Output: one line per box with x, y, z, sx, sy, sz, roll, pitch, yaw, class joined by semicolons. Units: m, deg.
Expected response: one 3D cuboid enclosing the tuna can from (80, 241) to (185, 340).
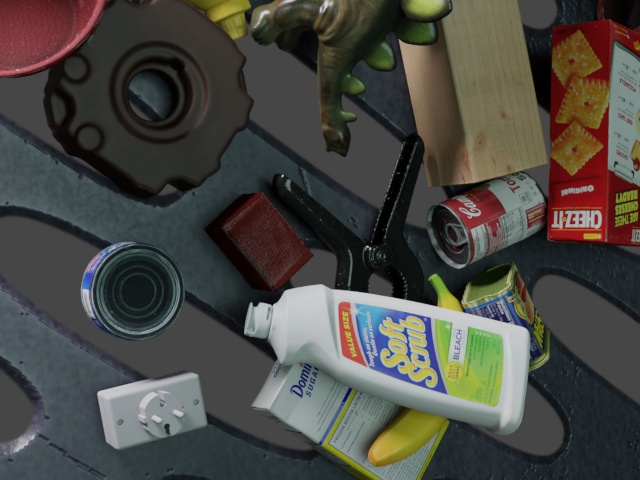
-0.162;0.044;0.925;0.086;0.034;0.086;0;90;-25;tuna can

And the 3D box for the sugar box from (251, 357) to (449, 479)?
0.030;0.164;1.007;0.176;0.048;0.093;37;70;-17;sugar box

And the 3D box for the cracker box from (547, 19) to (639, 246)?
0.295;-0.102;1.087;0.163;0.072;0.214;3;89;-51;cracker box

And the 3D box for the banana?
0.102;0.132;1.008;0.069;0.037;0.197;25;64;-8;banana

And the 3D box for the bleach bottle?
0.056;0.101;0.950;0.250;0.068;0.102;12;75;-8;bleach bottle

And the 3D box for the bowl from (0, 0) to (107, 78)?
-0.245;-0.189;0.854;0.162;0.055;0.162;0;70;-1;bowl

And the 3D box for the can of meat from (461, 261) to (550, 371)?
0.182;0.077;1.050;0.057;0.102;0.084;-24;99;18;can of meat

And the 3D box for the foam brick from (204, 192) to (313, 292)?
-0.056;0.001;0.964;0.051;0.053;0.078;-44;108;-18;foam brick

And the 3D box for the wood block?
0.142;-0.163;1.034;0.090;0.091;0.206;-15;96;-24;wood block

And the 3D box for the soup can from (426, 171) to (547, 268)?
0.166;-0.022;1.058;0.102;0.069;0.068;-23;100;-23;soup can

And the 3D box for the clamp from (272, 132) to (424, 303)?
0.040;0.011;1.016;0.164;0.036;0.210;-11;97;-26;clamp
